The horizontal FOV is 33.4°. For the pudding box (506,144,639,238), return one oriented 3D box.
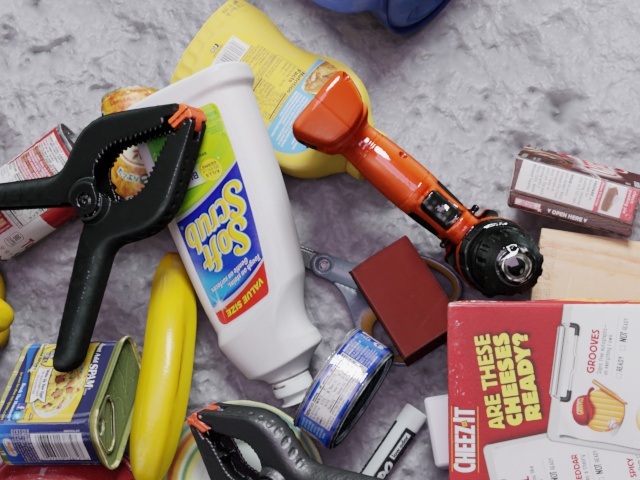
[{"bbox_3d":[0.183,-0.038,0.765,0.090,0.113,0.039,16,105,12],"label":"pudding box"}]

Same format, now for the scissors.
[{"bbox_3d":[0.007,0.040,0.825,0.202,0.016,0.096,8,78,11],"label":"scissors"}]

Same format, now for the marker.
[{"bbox_3d":[0.037,0.175,0.787,0.020,0.020,0.121,34,84,15],"label":"marker"}]

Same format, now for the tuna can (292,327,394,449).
[{"bbox_3d":[0.018,0.107,0.772,0.034,0.086,0.086,32,84,13],"label":"tuna can"}]

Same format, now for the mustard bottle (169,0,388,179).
[{"bbox_3d":[-0.019,-0.104,0.841,0.192,0.058,0.096,35,86,15],"label":"mustard bottle"}]

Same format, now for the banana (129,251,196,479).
[{"bbox_3d":[-0.119,0.095,0.795,0.037,0.070,0.198,16,68,-25],"label":"banana"}]

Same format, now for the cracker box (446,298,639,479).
[{"bbox_3d":[0.187,0.118,0.660,0.214,0.072,0.164,-1,87,8],"label":"cracker box"}]

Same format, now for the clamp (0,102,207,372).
[{"bbox_3d":[-0.171,-0.031,0.773,0.164,0.036,0.210,46,103,13],"label":"clamp"}]

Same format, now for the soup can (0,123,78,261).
[{"bbox_3d":[-0.229,-0.038,0.854,0.102,0.068,0.068,-34,74,0],"label":"soup can"}]

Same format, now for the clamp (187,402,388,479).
[{"bbox_3d":[-0.019,0.168,0.747,0.171,0.039,0.120,45,112,14],"label":"clamp"}]

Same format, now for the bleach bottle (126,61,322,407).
[{"bbox_3d":[-0.055,0.001,0.799,0.103,0.068,0.251,-22,90,21],"label":"bleach bottle"}]

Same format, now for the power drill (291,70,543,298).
[{"bbox_3d":[0.066,-0.033,0.727,0.187,0.184,0.057,42,91,-2],"label":"power drill"}]

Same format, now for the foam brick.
[{"bbox_3d":[0.063,0.044,0.779,0.051,0.053,0.078,-32,76,1],"label":"foam brick"}]

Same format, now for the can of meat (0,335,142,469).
[{"bbox_3d":[-0.187,0.121,0.799,0.084,0.057,0.102,-3,39,11],"label":"can of meat"}]
